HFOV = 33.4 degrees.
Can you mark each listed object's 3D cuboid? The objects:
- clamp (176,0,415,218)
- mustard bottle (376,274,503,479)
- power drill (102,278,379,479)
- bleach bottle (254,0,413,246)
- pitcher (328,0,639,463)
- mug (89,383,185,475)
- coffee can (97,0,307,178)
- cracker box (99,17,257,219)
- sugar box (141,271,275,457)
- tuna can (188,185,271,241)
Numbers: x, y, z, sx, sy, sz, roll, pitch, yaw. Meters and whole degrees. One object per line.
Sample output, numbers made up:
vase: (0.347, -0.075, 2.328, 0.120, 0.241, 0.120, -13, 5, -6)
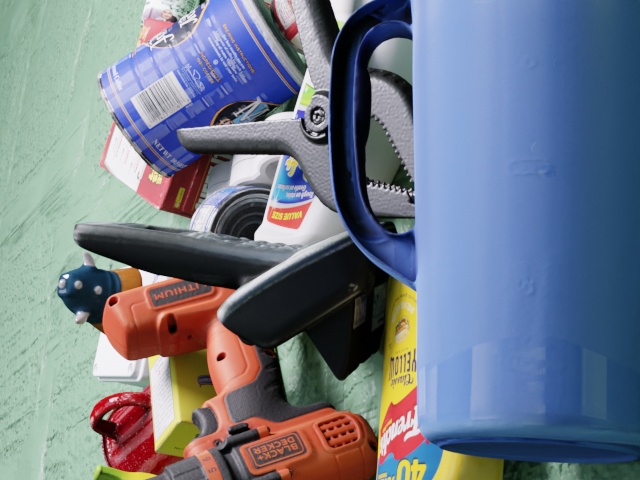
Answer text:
clamp: (0.008, -0.089, 0.677, 0.210, 0.036, 0.165, 34, 111, 29)
mustard bottle: (0.063, 0.105, 0.575, 0.096, 0.058, 0.191, 146, 132, -62)
power drill: (-0.078, 0.106, 0.683, 0.057, 0.184, 0.188, 96, 152, -43)
bleach bottle: (0.011, -0.046, 0.744, 0.103, 0.067, 0.251, 37, 111, 51)
pitcher: (0.094, -0.022, 0.509, 0.149, 0.144, 0.243, -21, 60, 56)
mug: (-0.119, 0.142, 0.822, 0.082, 0.117, 0.093, -44, 36, 35)
coffee can: (-0.092, -0.130, 0.857, 0.140, 0.102, 0.103, -32, 41, 9)
cracker box: (-0.132, -0.119, 1.023, 0.214, 0.072, 0.164, 29, 102, 60)
sugar box: (-0.081, 0.082, 0.805, 0.048, 0.093, 0.176, -50, 37, 35)
tuna can: (-0.055, 0.001, 0.809, 0.034, 0.086, 0.086, 5, 80, 59)
